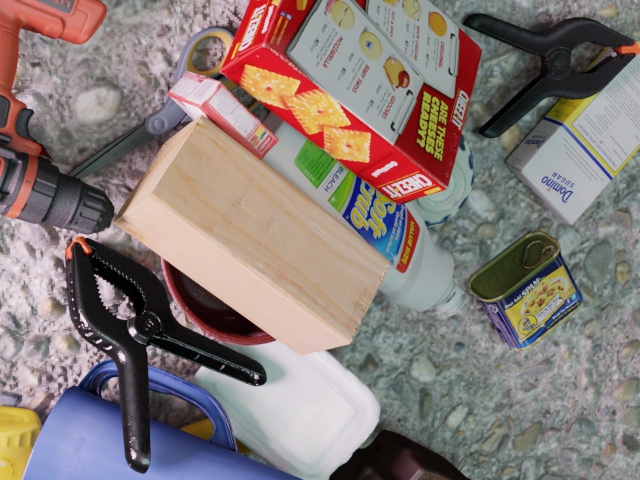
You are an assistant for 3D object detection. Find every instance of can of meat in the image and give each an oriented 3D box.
[{"bbox_3d":[0.219,0.055,1.126,0.102,0.057,0.084,-37,120,-5],"label":"can of meat"}]

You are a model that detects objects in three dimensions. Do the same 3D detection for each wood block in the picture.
[{"bbox_3d":[-0.056,0.001,0.901,0.206,0.091,0.090,37,63,-17],"label":"wood block"}]

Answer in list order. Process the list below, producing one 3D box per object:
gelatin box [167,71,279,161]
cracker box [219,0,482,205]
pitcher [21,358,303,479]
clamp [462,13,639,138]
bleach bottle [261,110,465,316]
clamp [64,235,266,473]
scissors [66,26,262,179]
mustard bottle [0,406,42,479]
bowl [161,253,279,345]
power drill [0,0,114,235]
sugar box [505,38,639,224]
[{"bbox_3d":[-0.083,-0.106,0.905,0.030,0.089,0.073,-50,119,-6],"label":"gelatin box"},{"bbox_3d":[0.033,-0.156,0.926,0.213,0.072,0.164,35,57,-29],"label":"cracker box"},{"bbox_3d":[-0.133,0.219,0.951,0.243,0.145,0.149,18,115,1],"label":"pitcher"},{"bbox_3d":[0.219,-0.180,1.033,0.171,0.039,0.120,-21,110,-4],"label":"clamp"},{"bbox_3d":[0.045,-0.024,0.982,0.250,0.068,0.102,42,61,-19],"label":"bleach bottle"},{"bbox_3d":[-0.161,0.090,0.931,0.210,0.036,0.164,48,45,0],"label":"clamp"},{"bbox_3d":[-0.141,-0.123,0.937,0.201,0.016,0.096,-20,113,-15],"label":"scissors"},{"bbox_3d":[-0.312,0.249,0.980,0.096,0.058,0.192,1,109,-28],"label":"mustard bottle"},{"bbox_3d":[-0.078,0.017,0.970,0.161,0.055,0.162,6,77,-29],"label":"bowl"},{"bbox_3d":[-0.230,-0.111,0.842,0.184,0.057,0.187,21,74,-28],"label":"power drill"},{"bbox_3d":[0.280,-0.113,1.095,0.176,0.048,0.093,-47,115,2],"label":"sugar box"}]
